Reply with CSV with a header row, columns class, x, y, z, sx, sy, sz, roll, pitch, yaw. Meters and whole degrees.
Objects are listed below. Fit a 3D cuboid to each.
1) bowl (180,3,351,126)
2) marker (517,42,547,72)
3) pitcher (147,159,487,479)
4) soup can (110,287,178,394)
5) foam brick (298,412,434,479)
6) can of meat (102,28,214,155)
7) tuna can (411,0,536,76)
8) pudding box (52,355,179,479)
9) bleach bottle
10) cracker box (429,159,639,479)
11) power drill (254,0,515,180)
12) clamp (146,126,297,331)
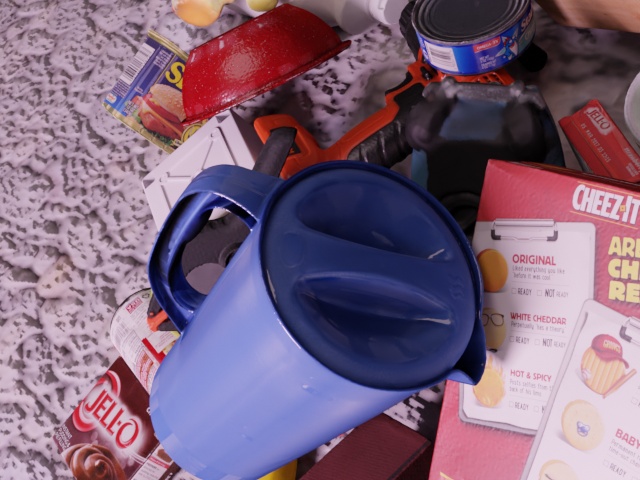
class,x,y,z,sx,sy,sz,roll,pitch,yaw
bowl,-0.057,-0.155,0.900,0.162,0.055,0.162,-25,13,6
marker,0.139,-0.166,0.833,0.020,0.020,0.121,-43,45,9
pitcher,-0.027,0.059,0.643,0.243,0.144,0.149,-46,56,52
soup can,-0.118,0.089,0.849,0.068,0.068,0.102,-51,44,1
foam brick,0.033,0.157,0.674,0.078,0.053,0.051,-38,39,-27
can of meat,-0.138,-0.130,0.980,0.084,0.102,0.058,-54,43,1
tuna can,0.111,-0.158,0.769,0.086,0.033,0.086,-13,45,13
pudding box,-0.159,0.160,0.858,0.090,0.039,0.114,-51,44,1
bleach bottle,-0.019,-0.235,0.977,0.251,0.068,0.102,32,87,44
cracker box,0.154,0.076,0.575,0.164,0.071,0.214,19,104,44
power drill,0.046,-0.104,0.818,0.187,0.057,0.184,-30,40,3
clamp,-0.055,0.001,0.748,0.171,0.120,0.039,-26,9,2
